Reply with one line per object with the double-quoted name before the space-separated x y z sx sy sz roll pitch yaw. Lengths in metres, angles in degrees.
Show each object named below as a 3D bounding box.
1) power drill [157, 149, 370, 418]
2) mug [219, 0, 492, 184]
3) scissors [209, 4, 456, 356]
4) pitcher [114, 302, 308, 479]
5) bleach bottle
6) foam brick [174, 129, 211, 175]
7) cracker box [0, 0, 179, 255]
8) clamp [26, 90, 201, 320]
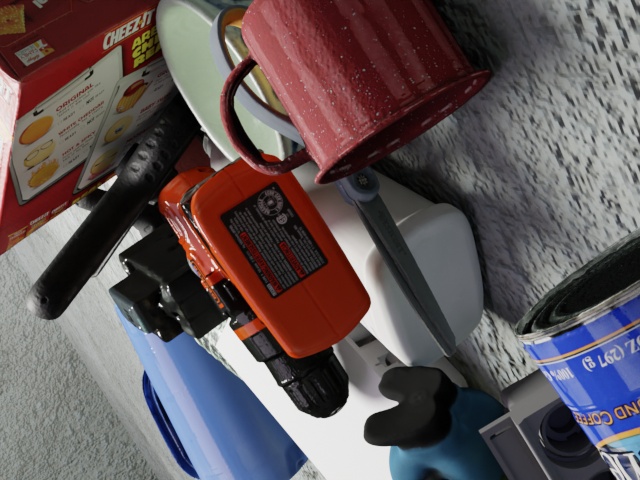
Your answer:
"power drill" -0.028 0.029 0.622 0.184 0.057 0.188 55 166 -2
"mug" 0.007 -0.077 0.487 0.081 0.117 0.093 59 -170 5
"scissors" 0.025 -0.045 0.542 0.201 0.096 0.016 49 145 -5
"pitcher" -0.117 0.143 1.099 0.243 0.149 0.145 62 173 -9
"bleach bottle" -0.005 -0.024 0.674 0.251 0.068 0.102 39 156 45
"foam brick" -0.094 -0.050 0.817 0.051 0.053 0.078 50 -176 11
"cracker box" -0.161 -0.100 0.692 0.072 0.164 0.214 45 147 7
"clamp" -0.120 -0.039 0.710 0.036 0.210 0.164 36 -168 -8
